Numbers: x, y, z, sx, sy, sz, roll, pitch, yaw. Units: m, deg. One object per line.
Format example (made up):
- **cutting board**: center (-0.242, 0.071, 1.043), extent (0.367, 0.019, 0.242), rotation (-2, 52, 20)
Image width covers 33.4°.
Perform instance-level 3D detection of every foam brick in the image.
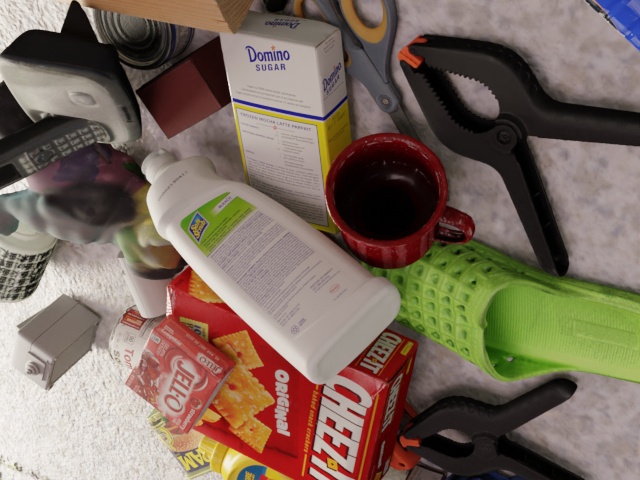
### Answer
- **foam brick**: center (-0.107, -0.130, 0.908), extent (0.078, 0.052, 0.051), rotation (-22, 106, 40)

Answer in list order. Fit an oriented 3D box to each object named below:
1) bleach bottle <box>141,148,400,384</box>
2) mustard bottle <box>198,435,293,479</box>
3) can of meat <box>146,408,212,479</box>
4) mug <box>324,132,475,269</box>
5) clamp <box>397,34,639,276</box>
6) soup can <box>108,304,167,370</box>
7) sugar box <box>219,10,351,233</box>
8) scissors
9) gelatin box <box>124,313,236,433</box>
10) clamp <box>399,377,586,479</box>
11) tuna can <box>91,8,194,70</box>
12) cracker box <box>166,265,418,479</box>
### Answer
- **bleach bottle**: center (-0.056, 0.001, 0.881), extent (0.251, 0.102, 0.068), rotation (42, 170, 26)
- **mustard bottle**: center (-0.032, 0.233, 1.030), extent (0.192, 0.058, 0.096), rotation (21, 139, 19)
- **can of meat**: center (-0.129, 0.201, 1.149), extent (0.102, 0.057, 0.084), rotation (-30, 99, 42)
- **mug**: center (0.064, -0.023, 0.835), extent (0.117, 0.093, 0.081), rotation (15, 164, 11)
- **clamp**: center (0.143, -0.074, 0.794), extent (0.210, 0.036, 0.165), rotation (34, 132, 11)
- **soup can**: center (-0.157, 0.113, 1.099), extent (0.102, 0.068, 0.068), rotation (20, 129, 22)
- **sugar box**: center (-0.023, -0.096, 0.873), extent (0.093, 0.048, 0.176), rotation (16, 131, 27)
- **scissors**: center (0.059, -0.126, 0.827), extent (0.202, 0.016, 0.096), rotation (47, 136, -3)
- **gelatin box**: center (-0.123, 0.116, 0.926), extent (0.073, 0.030, 0.089), rotation (38, 132, 5)
- **clamp**: center (0.159, 0.184, 0.950), extent (0.172, 0.039, 0.120), rotation (-11, 104, 31)
- **tuna can**: center (-0.152, -0.189, 0.910), extent (0.086, 0.033, 0.086), rotation (17, 128, 23)
- **cracker box**: center (-0.035, 0.126, 0.946), extent (0.214, 0.072, 0.164), rotation (23, 129, 19)
